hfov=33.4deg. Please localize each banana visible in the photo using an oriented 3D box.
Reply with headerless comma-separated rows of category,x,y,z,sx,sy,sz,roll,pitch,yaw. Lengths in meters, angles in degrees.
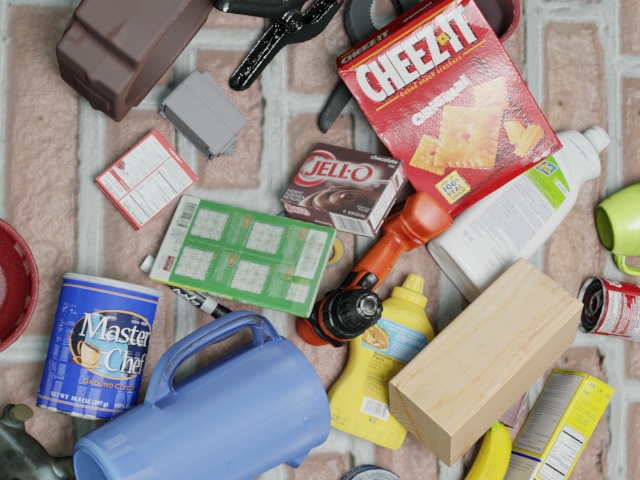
banana,0.163,0.278,1.196,0.069,0.037,0.198,24,99,-21

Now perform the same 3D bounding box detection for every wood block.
wood block,0.176,0.128,1.138,0.206,0.091,0.090,-41,63,-19

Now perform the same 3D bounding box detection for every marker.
marker,-0.143,0.057,1.171,0.121,0.020,0.020,35,80,-8

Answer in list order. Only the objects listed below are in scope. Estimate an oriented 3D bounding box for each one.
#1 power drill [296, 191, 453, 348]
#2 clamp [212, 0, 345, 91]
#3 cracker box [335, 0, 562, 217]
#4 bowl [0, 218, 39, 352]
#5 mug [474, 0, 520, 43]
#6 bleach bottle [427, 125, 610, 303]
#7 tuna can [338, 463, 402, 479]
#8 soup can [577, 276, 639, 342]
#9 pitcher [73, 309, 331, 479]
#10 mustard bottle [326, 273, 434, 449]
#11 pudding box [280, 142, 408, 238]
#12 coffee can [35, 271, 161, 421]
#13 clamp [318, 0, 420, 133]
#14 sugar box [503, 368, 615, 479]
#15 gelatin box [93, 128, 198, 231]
power drill,0.060,0.033,1.142,0.057,0.185,0.187,45,69,-7
clamp,-0.043,-0.238,1.191,0.171,0.120,0.039,-23,52,-26
cracker box,0.141,-0.149,1.170,0.164,0.072,0.213,-32,108,11
bowl,-0.373,0.048,1.104,0.162,0.055,0.162,1,86,-12
mug,0.176,-0.246,1.228,0.093,0.081,0.117,-27,91,-13
bleach bottle,0.246,-0.041,1.239,0.250,0.068,0.102,-40,93,-14
tuna can,0.057,0.294,1.187,0.086,0.034,0.086,1,86,-12
soup can,0.361,0.084,1.250,0.102,0.068,0.068,11,84,-11
pitcher,-0.121,0.186,1.067,0.242,0.145,0.149,-23,66,-34
mustard bottle,0.075,0.128,1.191,0.096,0.058,0.191,23,82,-11
pudding box,0.026,-0.056,1.164,0.114,0.039,0.090,16,60,28
coffee can,-0.230,0.110,1.106,0.102,0.103,0.140,12,84,-11
clamp,0.066,-0.219,1.226,0.164,0.036,0.210,-9,92,-13
sugar box,0.257,0.232,1.204,0.048,0.093,0.176,30,81,-8
gelatin box,-0.190,-0.065,1.165,0.089,0.030,0.073,-42,96,-12
